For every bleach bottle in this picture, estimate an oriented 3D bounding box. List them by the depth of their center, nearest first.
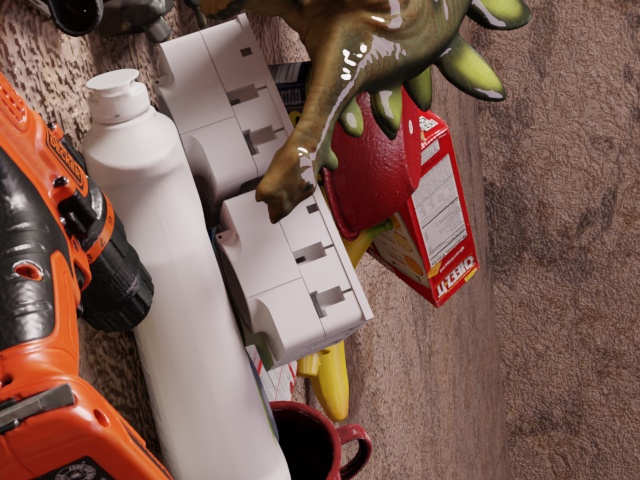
[{"bbox_3d":[-0.080,0.031,0.591,0.103,0.068,0.251,-133,-153,-61],"label":"bleach bottle"}]

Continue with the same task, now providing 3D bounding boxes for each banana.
[{"bbox_3d":[0.014,0.066,0.979,0.037,0.070,0.198,0,107,-40],"label":"banana"}]

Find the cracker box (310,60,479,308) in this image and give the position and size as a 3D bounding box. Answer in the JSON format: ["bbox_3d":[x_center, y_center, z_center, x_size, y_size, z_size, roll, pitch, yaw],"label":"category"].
[{"bbox_3d":[0.061,-0.057,1.003,0.072,0.164,0.213,-40,143,-14],"label":"cracker box"}]

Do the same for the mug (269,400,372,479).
[{"bbox_3d":[-0.016,0.170,0.764,0.093,0.117,0.081,51,-19,40],"label":"mug"}]

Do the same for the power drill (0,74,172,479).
[{"bbox_3d":[-0.104,0.036,0.433,0.188,0.057,0.184,66,4,39],"label":"power drill"}]

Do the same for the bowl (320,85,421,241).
[{"bbox_3d":[0.042,-0.081,0.804,0.162,0.055,0.162,-4,90,-76],"label":"bowl"}]
